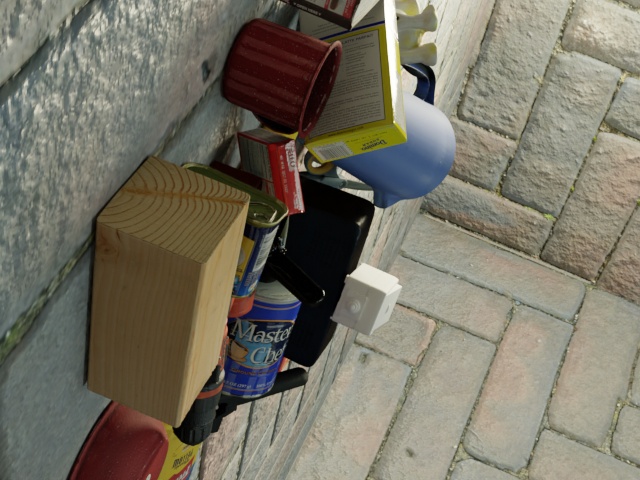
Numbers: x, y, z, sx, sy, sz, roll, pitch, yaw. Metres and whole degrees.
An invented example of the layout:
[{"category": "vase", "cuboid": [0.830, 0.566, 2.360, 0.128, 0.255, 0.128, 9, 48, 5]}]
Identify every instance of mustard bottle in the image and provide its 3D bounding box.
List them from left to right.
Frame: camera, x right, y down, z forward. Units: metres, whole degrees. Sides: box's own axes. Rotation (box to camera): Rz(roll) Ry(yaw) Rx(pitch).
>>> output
[{"category": "mustard bottle", "cuboid": [-0.181, 0.257, 1.208, 0.096, 0.058, 0.192, -27, 143, -52]}]

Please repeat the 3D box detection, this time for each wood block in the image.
[{"category": "wood block", "cuboid": [-0.128, 0.046, 0.873, 0.090, 0.091, 0.206, -60, 169, -45]}]

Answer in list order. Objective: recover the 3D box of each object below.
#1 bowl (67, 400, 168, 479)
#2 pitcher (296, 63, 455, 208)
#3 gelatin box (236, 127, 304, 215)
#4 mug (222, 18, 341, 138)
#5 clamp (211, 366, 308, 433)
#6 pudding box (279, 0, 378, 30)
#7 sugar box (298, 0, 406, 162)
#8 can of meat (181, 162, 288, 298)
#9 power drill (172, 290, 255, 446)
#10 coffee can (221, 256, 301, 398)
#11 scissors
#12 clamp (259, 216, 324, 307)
[{"category": "bowl", "cuboid": [-0.195, 0.228, 1.058, 0.162, 0.055, 0.162, 24, 89, -82]}, {"category": "pitcher", "cuboid": [0.064, -0.144, 1.282, 0.145, 0.149, 0.242, -26, 160, 21]}, {"category": "gelatin box", "cuboid": [-0.048, -0.067, 1.038, 0.089, 0.030, 0.073, 26, -53, 61]}, {"category": "mug", "cuboid": [-0.037, -0.143, 0.971, 0.117, 0.081, 0.093, 100, 15, -56]}, {"category": "clamp", "cuboid": [-0.112, 0.195, 1.322, 0.165, 0.036, 0.209, -29, 162, 11]}, {"category": "pudding box", "cuboid": [0.011, -0.243, 0.981, 0.113, 0.090, 0.039, -57, 167, -49]}, {"category": "sugar box", "cuboid": [0.030, -0.170, 1.037, 0.048, 0.093, 0.176, 43, 41, -56]}, {"category": "can of meat", "cuboid": [-0.090, -0.007, 0.936, 0.084, 0.102, 0.057, -69, 171, 26]}, {"category": "power drill", "cuboid": [-0.107, 0.088, 1.074, 0.187, 0.057, 0.184, -77, 178, -60]}, {"category": "coffee can", "cuboid": [-0.084, 0.098, 1.251, 0.102, 0.103, 0.140, -50, 162, -63]}, {"category": "scissors", "cuboid": [0.027, -0.092, 1.415, 0.201, 0.016, 0.096, -12, 138, -44]}, {"category": "clamp", "cuboid": [-0.058, 0.001, 1.153, 0.039, 0.172, 0.120, -20, 109, -29]}]
